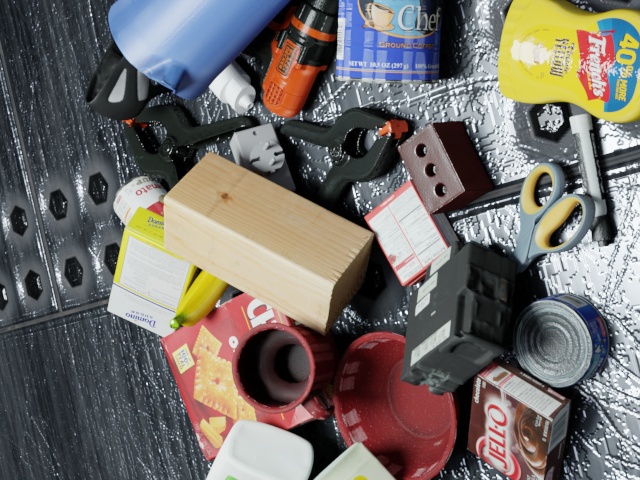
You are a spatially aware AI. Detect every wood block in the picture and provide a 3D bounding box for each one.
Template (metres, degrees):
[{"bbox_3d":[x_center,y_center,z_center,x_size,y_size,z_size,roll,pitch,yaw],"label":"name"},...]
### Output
[{"bbox_3d":[-0.057,0.001,1.142,0.206,0.090,0.090,28,142,16],"label":"wood block"}]

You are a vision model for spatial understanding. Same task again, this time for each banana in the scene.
[{"bbox_3d":[-0.111,0.028,1.239,0.037,0.197,0.070,34,165,-7],"label":"banana"}]

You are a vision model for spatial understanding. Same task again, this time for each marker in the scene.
[{"bbox_3d":[0.245,-0.054,0.965,0.020,0.020,0.121,-10,90,42],"label":"marker"}]

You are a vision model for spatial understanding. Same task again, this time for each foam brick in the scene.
[{"bbox_3d":[0.123,-0.071,1.050,0.053,0.051,0.078,-35,74,40],"label":"foam brick"}]

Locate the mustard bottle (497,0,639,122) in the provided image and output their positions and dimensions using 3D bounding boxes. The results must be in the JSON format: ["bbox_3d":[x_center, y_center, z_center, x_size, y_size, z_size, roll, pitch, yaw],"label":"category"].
[{"bbox_3d":[0.248,-0.153,0.921,0.192,0.058,0.096,20,111,37],"label":"mustard bottle"}]

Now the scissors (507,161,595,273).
[{"bbox_3d":[0.188,0.000,1.026,0.202,0.016,0.096,-44,52,48],"label":"scissors"}]

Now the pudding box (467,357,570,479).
[{"bbox_3d":[0.189,0.178,1.021,0.090,0.039,0.113,30,136,34],"label":"pudding box"}]

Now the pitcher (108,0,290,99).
[{"bbox_3d":[-0.096,-0.274,1.100,0.243,0.144,0.149,-38,82,28],"label":"pitcher"}]

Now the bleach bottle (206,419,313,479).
[{"bbox_3d":[-0.087,0.300,1.261,0.102,0.068,0.251,21,142,-2],"label":"bleach bottle"}]

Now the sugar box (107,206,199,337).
[{"bbox_3d":[-0.198,0.042,1.287,0.093,0.048,0.176,25,142,0],"label":"sugar box"}]

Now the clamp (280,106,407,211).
[{"bbox_3d":[0.026,-0.084,1.144,0.172,0.039,0.120,-9,98,49],"label":"clamp"}]

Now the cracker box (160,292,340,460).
[{"bbox_3d":[-0.079,0.151,1.254,0.214,0.071,0.164,-29,78,40],"label":"cracker box"}]

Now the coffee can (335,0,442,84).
[{"bbox_3d":[0.068,-0.226,1.038,0.103,0.102,0.140,12,105,40],"label":"coffee can"}]

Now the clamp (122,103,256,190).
[{"bbox_3d":[-0.169,-0.117,1.306,0.210,0.036,0.165,43,107,35],"label":"clamp"}]

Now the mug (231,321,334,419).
[{"bbox_3d":[-0.027,0.139,1.118,0.117,0.081,0.093,46,103,16],"label":"mug"}]

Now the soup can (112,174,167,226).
[{"bbox_3d":[-0.206,-0.026,1.340,0.102,0.068,0.069,47,125,26],"label":"soup can"}]

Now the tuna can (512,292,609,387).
[{"bbox_3d":[0.224,0.094,1.000,0.086,0.033,0.086,8,103,41],"label":"tuna can"}]

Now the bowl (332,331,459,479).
[{"bbox_3d":[0.090,0.170,1.118,0.162,0.055,0.162,9,103,41],"label":"bowl"}]

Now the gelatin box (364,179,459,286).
[{"bbox_3d":[0.096,-0.008,1.099,0.073,0.030,0.089,-41,70,37],"label":"gelatin box"}]

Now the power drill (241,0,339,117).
[{"bbox_3d":[-0.057,-0.255,1.176,0.188,0.057,0.185,41,119,30],"label":"power drill"}]
